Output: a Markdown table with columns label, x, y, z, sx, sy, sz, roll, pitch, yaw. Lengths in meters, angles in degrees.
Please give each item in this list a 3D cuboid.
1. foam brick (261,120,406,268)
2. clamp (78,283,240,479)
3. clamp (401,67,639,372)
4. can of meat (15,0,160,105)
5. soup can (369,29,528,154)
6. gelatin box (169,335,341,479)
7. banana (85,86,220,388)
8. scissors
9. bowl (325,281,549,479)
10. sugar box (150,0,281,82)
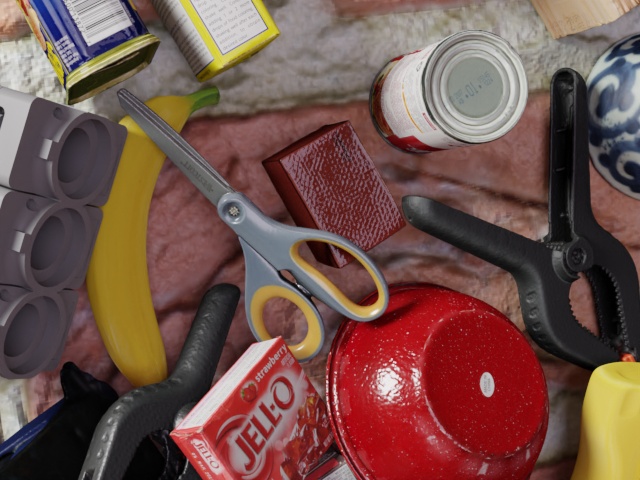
| label | x | y | z | sx | sy | sz | roll | pitch | yaw |
| --- | --- | --- | --- | --- | --- | --- | --- | --- | --- |
| foam brick | 0.008 | -0.029 | 0.671 | 0.053 | 0.051 | 0.078 | -31 | 99 | -12 |
| clamp | -0.080 | 0.101 | 0.631 | 0.171 | 0.039 | 0.120 | -25 | 88 | -45 |
| clamp | 0.164 | 0.001 | 0.713 | 0.164 | 0.036 | 0.210 | -45 | 109 | -20 |
| can of meat | -0.138 | -0.130 | 0.606 | 0.057 | 0.102 | 0.084 | -30 | 96 | -12 |
| soup can | 0.077 | -0.090 | 0.660 | 0.068 | 0.102 | 0.068 | 0 | 92 | -15 |
| gelatin box | -0.035 | 0.111 | 0.621 | 0.073 | 0.030 | 0.089 | 58 | 44 | -15 |
| banana | -0.110 | -0.005 | 0.649 | 0.069 | 0.037 | 0.198 | 11 | 89 | -12 |
| scissors | -0.054 | 0.001 | 0.641 | 0.201 | 0.016 | 0.096 | 31 | 108 | -3 |
| bowl | 0.086 | 0.094 | 0.659 | 0.161 | 0.055 | 0.162 | 11 | 65 | -25 |
| sugar box | -0.092 | -0.180 | 0.619 | 0.048 | 0.093 | 0.176 | -30 | 99 | -12 |
